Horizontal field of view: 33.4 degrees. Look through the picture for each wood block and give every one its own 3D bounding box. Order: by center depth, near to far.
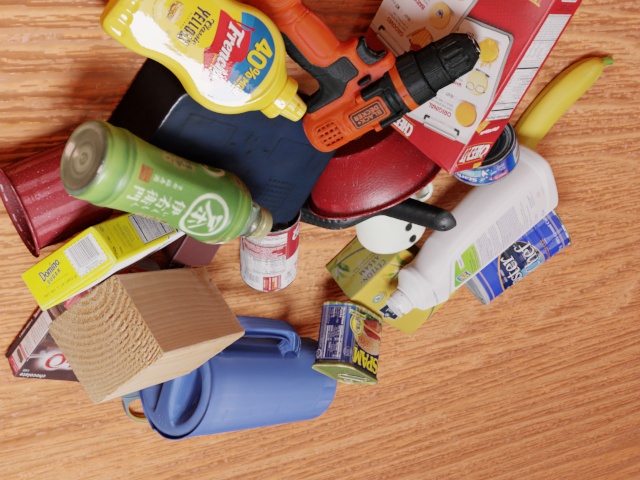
[{"bbox_3d":[-0.168,0.090,1.073,0.090,0.091,0.206,-36,171,14],"label":"wood block"}]

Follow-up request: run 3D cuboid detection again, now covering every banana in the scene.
[{"bbox_3d":[0.290,-0.160,1.333,0.198,0.037,0.069,-47,143,14],"label":"banana"}]

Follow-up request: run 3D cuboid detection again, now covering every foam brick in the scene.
[{"bbox_3d":[-0.132,-0.018,1.131,0.052,0.051,0.078,7,126,-45],"label":"foam brick"}]

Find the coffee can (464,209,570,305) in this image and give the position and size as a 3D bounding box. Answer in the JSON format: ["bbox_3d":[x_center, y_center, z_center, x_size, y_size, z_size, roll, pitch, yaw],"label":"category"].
[{"bbox_3d":[0.246,0.005,1.425,0.140,0.103,0.102,-36,144,-2],"label":"coffee can"}]

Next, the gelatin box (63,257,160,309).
[{"bbox_3d":[-0.224,0.047,1.145,0.089,0.030,0.073,19,117,-49],"label":"gelatin box"}]

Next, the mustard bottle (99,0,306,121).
[{"bbox_3d":[-0.088,-0.166,0.926,0.191,0.058,0.096,36,90,-24],"label":"mustard bottle"}]

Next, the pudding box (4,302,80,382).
[{"bbox_3d":[-0.273,0.112,1.169,0.113,0.039,0.090,15,120,-47],"label":"pudding box"}]

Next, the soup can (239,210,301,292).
[{"bbox_3d":[-0.058,0.001,1.200,0.068,0.068,0.102,-20,141,-22],"label":"soup can"}]

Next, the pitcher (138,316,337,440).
[{"bbox_3d":[-0.088,0.165,1.309,0.242,0.149,0.145,6,84,-48],"label":"pitcher"}]

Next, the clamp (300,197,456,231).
[{"bbox_3d":[0.060,-0.048,1.176,0.210,0.164,0.036,-14,126,14],"label":"clamp"}]

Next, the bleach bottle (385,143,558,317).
[{"bbox_3d":[0.179,-0.003,1.306,0.250,0.068,0.102,-41,139,-11],"label":"bleach bottle"}]

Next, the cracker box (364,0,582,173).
[{"bbox_3d":[0.137,-0.200,1.049,0.071,0.164,0.214,-13,139,-50],"label":"cracker box"}]

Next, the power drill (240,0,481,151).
[{"bbox_3d":[0.031,-0.189,0.980,0.185,0.057,0.187,-28,116,17],"label":"power drill"}]

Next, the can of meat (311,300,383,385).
[{"bbox_3d":[0.036,0.128,1.330,0.058,0.084,0.102,-3,159,29],"label":"can of meat"}]

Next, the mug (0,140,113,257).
[{"bbox_3d":[-0.244,-0.036,0.991,0.081,0.093,0.117,-26,150,-22],"label":"mug"}]

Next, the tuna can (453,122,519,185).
[{"bbox_3d":[0.192,-0.109,1.268,0.086,0.086,0.033,-33,142,-5],"label":"tuna can"}]

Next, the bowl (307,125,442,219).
[{"bbox_3d":[0.051,-0.089,1.144,0.162,0.162,0.055,-30,116,-10],"label":"bowl"}]

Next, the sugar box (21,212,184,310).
[{"bbox_3d":[-0.199,0.007,1.023,0.093,0.048,0.176,-31,-176,20],"label":"sugar box"}]

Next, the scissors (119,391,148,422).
[{"bbox_3d":[-0.229,0.167,1.287,0.096,0.016,0.201,-37,144,-2],"label":"scissors"}]
